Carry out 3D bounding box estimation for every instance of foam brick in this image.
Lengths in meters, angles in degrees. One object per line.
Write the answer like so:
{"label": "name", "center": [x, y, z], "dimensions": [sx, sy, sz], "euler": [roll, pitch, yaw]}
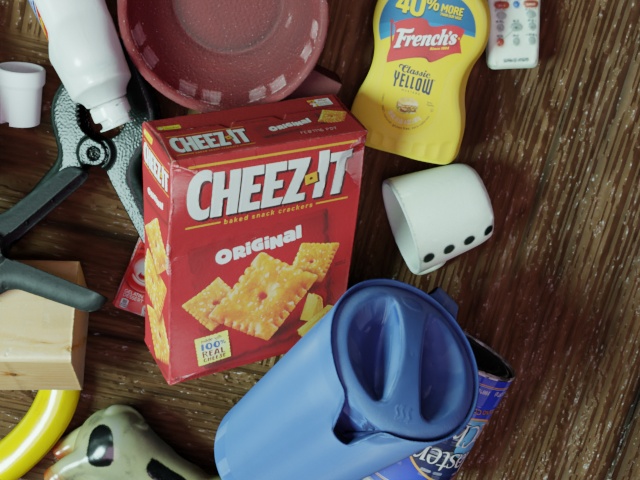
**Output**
{"label": "foam brick", "center": [-0.023, -0.113, 0.895], "dimensions": [0.051, 0.053, 0.078], "euler": [26, 103, -12]}

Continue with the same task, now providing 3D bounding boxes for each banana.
{"label": "banana", "center": [-0.273, 0.171, 0.964], "dimensions": [0.069, 0.037, 0.198], "euler": [36, 91, 4]}

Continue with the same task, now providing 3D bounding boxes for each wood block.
{"label": "wood block", "center": [-0.304, 0.071, 0.892], "dimensions": [0.206, 0.091, 0.090], "euler": [1, 66, -5]}

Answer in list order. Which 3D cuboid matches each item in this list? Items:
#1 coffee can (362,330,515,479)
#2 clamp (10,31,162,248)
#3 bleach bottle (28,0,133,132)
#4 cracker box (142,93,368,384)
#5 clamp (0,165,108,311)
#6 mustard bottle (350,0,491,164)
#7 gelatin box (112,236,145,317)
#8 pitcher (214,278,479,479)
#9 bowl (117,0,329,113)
{"label": "coffee can", "center": [0.096, 0.154, 0.959], "dimensions": [0.102, 0.103, 0.140], "euler": [25, 103, -12]}
{"label": "clamp", "center": [-0.194, -0.070, 0.896], "dimensions": [0.164, 0.036, 0.210], "euler": [3, 98, 6]}
{"label": "bleach bottle", "center": [-0.201, -0.204, 0.804], "dimensions": [0.068, 0.103, 0.251], "euler": [-24, 103, -15]}
{"label": "cracker box", "center": [-0.056, 0.001, 0.859], "dimensions": [0.164, 0.072, 0.214], "euler": [-12, 129, -25]}
{"label": "clamp", "center": [-0.252, 0.018, 0.848], "dimensions": [0.171, 0.039, 0.120], "euler": [-20, 71, -5]}
{"label": "mustard bottle", "center": [0.089, -0.166, 0.883], "dimensions": [0.096, 0.058, 0.192], "euler": [16, 105, 12]}
{"label": "gelatin box", "center": [-0.129, 0.037, 0.943], "dimensions": [0.089, 0.030, 0.073], "euler": [22, 104, -11]}
{"label": "pitcher", "center": [0.014, 0.135, 0.882], "dimensions": [0.149, 0.145, 0.243], "euler": [7, 149, -30]}
{"label": "bowl", "center": [-0.074, -0.182, 0.833], "dimensions": [0.162, 0.055, 0.162], "euler": [0, 116, 0]}
